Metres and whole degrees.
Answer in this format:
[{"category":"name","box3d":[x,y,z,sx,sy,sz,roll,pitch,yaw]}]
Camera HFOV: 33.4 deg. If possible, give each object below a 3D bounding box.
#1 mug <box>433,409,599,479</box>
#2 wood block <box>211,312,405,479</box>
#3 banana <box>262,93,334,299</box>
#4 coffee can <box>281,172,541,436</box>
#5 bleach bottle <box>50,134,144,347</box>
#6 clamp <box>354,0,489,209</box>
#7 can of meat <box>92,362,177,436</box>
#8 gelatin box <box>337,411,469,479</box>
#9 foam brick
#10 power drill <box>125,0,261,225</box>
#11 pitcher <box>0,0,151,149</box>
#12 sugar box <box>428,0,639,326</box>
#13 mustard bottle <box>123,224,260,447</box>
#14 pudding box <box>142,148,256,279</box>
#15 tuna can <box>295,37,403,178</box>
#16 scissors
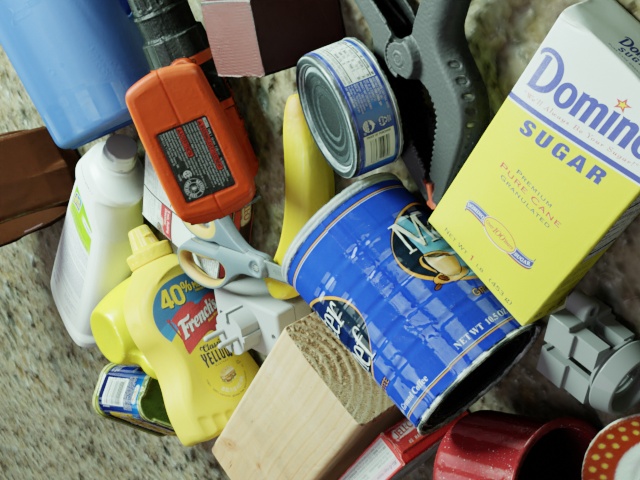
[{"category":"mug","box3d":[0.136,0.161,0.694,0.117,0.093,0.082,39,160,-28]},{"category":"wood block","box3d":[-0.001,0.136,0.835,0.090,0.090,0.206,51,142,17]},{"category":"banana","box3d":[-0.019,-0.017,0.809,0.070,0.037,0.198,42,139,25]},{"category":"coffee can","box3d":[0.057,0.040,0.692,0.140,0.102,0.103,48,142,20]},{"category":"bleach bottle","box3d":[-0.204,-0.003,1.013,0.103,0.068,0.251,59,147,23]},{"category":"clamp","box3d":[0.054,-0.122,0.652,0.165,0.036,0.210,30,137,50]},{"category":"can of meat","box3d":[-0.155,0.157,1.038,0.084,0.102,0.057,-4,64,50]},{"category":"gelatin box","box3d":[0.060,0.152,0.782,0.030,0.073,0.089,51,143,16]},{"category":"foam brick","box3d":[-0.030,-0.142,0.710,0.053,0.078,0.051,12,119,48]},{"category":"power drill","box3d":[-0.093,-0.102,0.752,0.187,0.057,0.184,-99,-15,-70]},{"category":"pitcher","box3d":[-0.206,-0.206,0.863,0.243,0.144,0.149,65,158,-9]},{"category":"sugar box","box3d":[0.135,-0.039,0.595,0.093,0.048,0.176,49,143,19]},{"category":"mustard bottle","box3d":[-0.119,0.075,0.932,0.058,0.096,0.191,-29,87,44]},{"category":"pudding box","box3d":[-0.105,-0.032,0.906,0.114,0.039,0.090,38,137,29]},{"category":"tuna can","box3d":[0.017,-0.084,0.682,0.086,0.033,0.086,57,162,30]},{"category":"scissors","box3d":[-0.055,0.001,0.819,0.202,0.016,0.096,-1,110,51]}]
